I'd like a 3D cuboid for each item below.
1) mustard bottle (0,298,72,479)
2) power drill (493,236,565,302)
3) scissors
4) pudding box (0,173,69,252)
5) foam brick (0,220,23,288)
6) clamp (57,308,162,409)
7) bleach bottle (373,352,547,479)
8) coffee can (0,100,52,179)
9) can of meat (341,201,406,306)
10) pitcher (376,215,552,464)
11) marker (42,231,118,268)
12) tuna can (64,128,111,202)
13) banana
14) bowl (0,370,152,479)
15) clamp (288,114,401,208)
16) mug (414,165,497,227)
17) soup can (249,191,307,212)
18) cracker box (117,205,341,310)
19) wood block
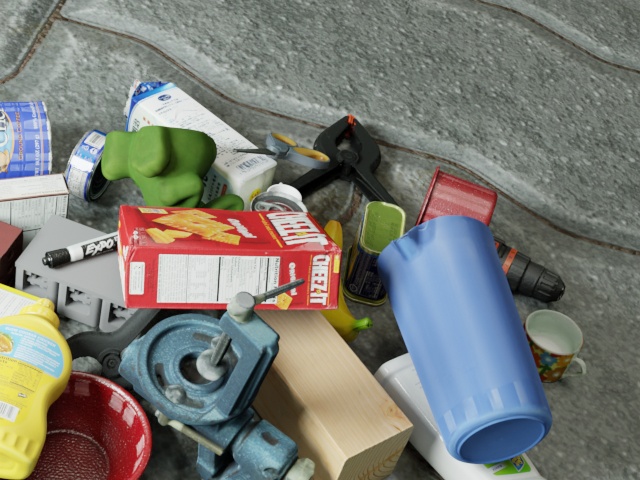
[{"bbox_3d":[-0.286,0.126,0.998,0.096,0.058,0.191,21,41,-10],"label":"mustard bottle"},{"bbox_3d":[0.195,0.065,1.310,0.184,0.057,0.187,24,39,14],"label":"power drill"},{"bbox_3d":[-0.066,-0.118,1.339,0.096,0.016,0.201,35,18,36],"label":"scissors"},{"bbox_3d":[-0.343,-0.028,1.205,0.113,0.090,0.039,-9,49,-26],"label":"pudding box"},{"bbox_3d":[-0.358,0.021,1.157,0.051,0.078,0.053,20,44,3],"label":"foam brick"},{"bbox_3d":[-0.210,0.115,1.096,0.171,0.039,0.120,-6,79,-15],"label":"clamp"},{"bbox_3d":[0.160,0.226,1.121,0.102,0.068,0.251,-16,53,-34],"label":"bleach bottle"},{"bbox_3d":[-0.398,-0.114,1.268,0.140,0.103,0.103,-4,46,-22],"label":"coffee can"},{"bbox_3d":[0.066,0.014,1.300,0.057,0.084,0.102,15,42,-3],"label":"can of meat"},{"bbox_3d":[0.157,0.107,1.112,0.149,0.145,0.243,-3,51,-15],"label":"pitcher"},{"bbox_3d":[-0.244,0.007,1.158,0.120,0.020,0.020,-18,53,-33],"label":"marker"},{"bbox_3d":[-0.276,-0.090,1.296,0.034,0.086,0.086,24,42,5],"label":"tuna can"},{"bbox_3d":[0.019,0.057,1.255,0.037,0.070,0.198,39,21,-36],"label":"banana"},{"bbox_3d":[-0.244,0.202,1.018,0.162,0.055,0.162,9,42,-9],"label":"bowl"},{"bbox_3d":[0.044,-0.096,1.444,0.164,0.036,0.210,16,42,0],"label":"clamp"},{"bbox_3d":[0.166,-0.035,1.318,0.081,0.093,0.117,20,2,3],"label":"mug"},{"bbox_3d":[-0.058,0.002,1.258,0.068,0.102,0.068,9,43,-9],"label":"soup can"},{"bbox_3d":[-0.099,0.014,1.106,0.213,0.072,0.164,1,16,-13],"label":"cracker box"},{"bbox_3d":[-0.009,0.159,1.117,0.090,0.090,0.206,-19,54,-33],"label":"wood block"}]
